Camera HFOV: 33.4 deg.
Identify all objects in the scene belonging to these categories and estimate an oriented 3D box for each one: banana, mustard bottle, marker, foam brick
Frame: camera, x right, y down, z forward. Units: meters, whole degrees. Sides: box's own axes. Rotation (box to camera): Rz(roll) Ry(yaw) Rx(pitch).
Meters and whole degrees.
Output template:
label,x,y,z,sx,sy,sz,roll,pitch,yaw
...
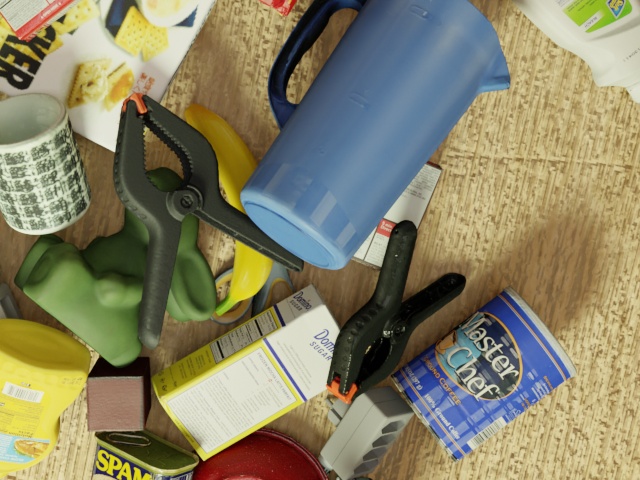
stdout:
label,x,y,z,sx,sy,sz,roll,pitch,yaw
banana,-0.078,-0.032,0.979,0.069,0.037,0.198,-8,91,1
mustard bottle,-0.280,0.157,0.964,0.096,0.058,0.192,18,126,-17
marker,-0.025,0.253,1.043,0.020,0.020,0.121,40,93,-9
foam brick,-0.185,0.141,0.986,0.051,0.078,0.053,-1,96,-4

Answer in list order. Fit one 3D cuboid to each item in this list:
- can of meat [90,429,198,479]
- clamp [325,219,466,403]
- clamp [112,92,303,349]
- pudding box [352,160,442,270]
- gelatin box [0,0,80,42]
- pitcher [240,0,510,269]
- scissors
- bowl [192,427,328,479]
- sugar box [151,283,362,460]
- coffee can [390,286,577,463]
label,x,y,z,sx,sy,sz,roll,pitch,yaw
can of meat,-0.169,0.230,0.994,0.102,0.057,0.084,18,102,32
clamp,0.059,0.066,0.973,0.171,0.039,0.120,-50,129,-15
clamp,-0.125,-0.022,0.912,0.164,0.036,0.210,-35,100,-25
pudding box,0.052,-0.034,0.999,0.090,0.039,0.113,22,94,-6
gelatin box,-0.245,-0.223,0.886,0.073,0.030,0.089,-37,96,4
pitcher,0.032,-0.105,0.914,0.145,0.149,0.242,43,75,-30
scissors,-0.057,0.001,1.007,0.096,0.016,0.202,3,98,-5
bowl,-0.068,0.261,1.008,0.162,0.055,0.162,0,91,5
sugar box,-0.058,0.123,0.996,0.176,0.048,0.093,-31,125,-2
coffee can,0.152,0.125,0.997,0.140,0.103,0.103,-37,99,1
